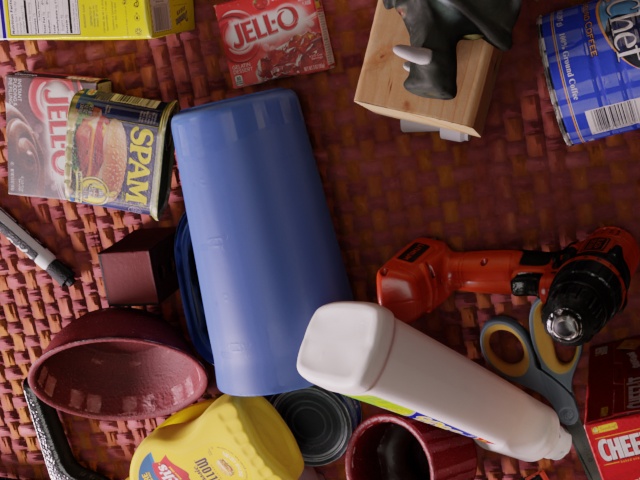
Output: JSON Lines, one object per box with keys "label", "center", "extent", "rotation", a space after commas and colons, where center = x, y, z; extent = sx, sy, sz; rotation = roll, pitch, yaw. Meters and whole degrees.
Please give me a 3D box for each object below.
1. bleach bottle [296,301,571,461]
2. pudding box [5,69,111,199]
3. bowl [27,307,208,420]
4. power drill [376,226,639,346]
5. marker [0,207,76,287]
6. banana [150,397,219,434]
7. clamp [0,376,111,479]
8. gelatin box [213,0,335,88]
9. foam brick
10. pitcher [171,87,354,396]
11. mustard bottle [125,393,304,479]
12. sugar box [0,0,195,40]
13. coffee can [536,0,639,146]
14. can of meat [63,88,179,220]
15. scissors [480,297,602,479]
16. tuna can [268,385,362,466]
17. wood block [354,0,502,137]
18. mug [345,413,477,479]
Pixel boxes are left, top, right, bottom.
{"label": "bleach bottle", "center": [0.108, 0.123, 0.839], "extent": [0.250, 0.103, 0.068], "rotation": [27, 76, -28]}
{"label": "pudding box", "center": [-0.238, -0.095, 0.972], "extent": [0.090, 0.039, 0.113], "rotation": [6, 107, 14]}
{"label": "bowl", "center": [-0.183, 0.107, 0.978], "extent": [0.162, 0.055, 0.162], "rotation": [-3, 146, -2]}
{"label": "power drill", "center": [0.143, 0.037, 0.827], "extent": [0.188, 0.184, 0.057], "rotation": [-1, 104, 27]}
{"label": "marker", "center": [-0.282, 0.002, 1.023], "extent": [0.121, 0.020, 0.020], "rotation": [41, 112, 3]}
{"label": "banana", "center": [-0.126, 0.196, 1.013], "extent": [0.069, 0.037, 0.198], "rotation": [38, 123, -5]}
{"label": "clamp", "center": [-0.270, 0.258, 1.081], "extent": [0.165, 0.036, 0.210], "rotation": [-43, 90, 22]}
{"label": "gelatin box", "center": [-0.039, -0.172, 0.896], "extent": [0.089, 0.030, 0.073], "rotation": [-8, 102, 19]}
{"label": "foam brick", "center": [-0.157, 0.023, 0.960], "extent": [0.051, 0.078, 0.053], "rotation": [-4, 106, 17]}
{"label": "pitcher", "center": [-0.056, 0.001, 0.903], "extent": [0.149, 0.145, 0.243], "rotation": [-13, 98, -5]}
{"label": "mustard bottle", "center": [-0.114, 0.206, 0.957], "extent": [0.192, 0.058, 0.096], "rotation": [-29, 102, 29]}
{"label": "sugar box", "center": [-0.206, -0.193, 0.908], "extent": [0.176, 0.093, 0.048], "rotation": [0, 105, 18]}
{"label": "coffee can", "center": [0.240, -0.135, 0.782], "extent": [0.140, 0.102, 0.103], "rotation": [-13, 101, 20]}
{"label": "can of meat", "center": [-0.171, -0.075, 0.914], "extent": [0.084, 0.057, 0.102], "rotation": [10, 115, 1]}
{"label": "scissors", "center": [0.193, 0.141, 0.920], "extent": [0.096, 0.016, 0.202], "rotation": [-4, 104, 20]}
{"label": "tuna can", "center": [-0.007, 0.162, 0.976], "extent": [0.086, 0.033, 0.086], "rotation": [4, 106, 16]}
{"label": "wood block", "center": [0.099, -0.190, 0.792], "extent": [0.090, 0.090, 0.206], "rotation": [14, 94, 12]}
{"label": "mug", "center": [0.090, 0.197, 0.912], "extent": [0.117, 0.081, 0.093], "rotation": [34, 111, 34]}
